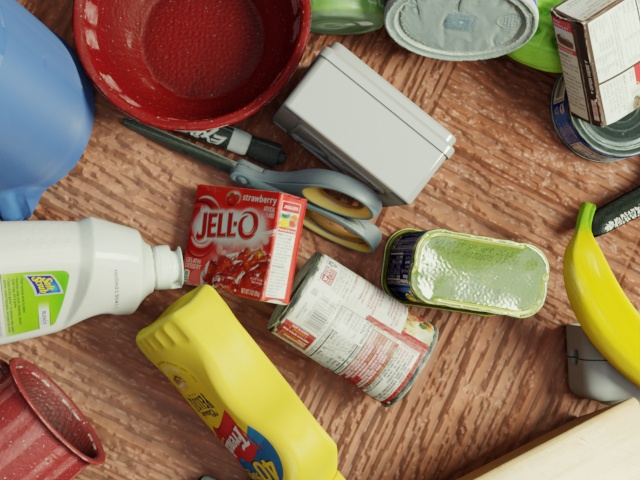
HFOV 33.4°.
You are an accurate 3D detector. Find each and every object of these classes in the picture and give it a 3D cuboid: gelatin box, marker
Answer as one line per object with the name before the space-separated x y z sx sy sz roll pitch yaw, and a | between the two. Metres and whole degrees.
gelatin box | -0.055 0.001 0.734 0.030 0.089 0.073 12 88 -47
marker | -0.082 -0.080 0.765 0.121 0.020 0.020 21 86 -8

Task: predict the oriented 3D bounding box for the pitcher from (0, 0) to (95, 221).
pitcher | -0.223 -0.109 0.632 0.149 0.243 0.145 34 86 1

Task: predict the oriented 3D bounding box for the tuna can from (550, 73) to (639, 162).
tuna can | 0.219 -0.102 0.801 0.086 0.034 0.086 0 89 -8

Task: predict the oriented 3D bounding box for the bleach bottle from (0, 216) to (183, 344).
bleach bottle | -0.218 0.033 0.713 0.250 0.103 0.068 -4 46 -15

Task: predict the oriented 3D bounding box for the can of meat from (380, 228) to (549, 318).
can of meat | 0.102 0.023 0.756 0.102 0.084 0.057 9 87 -8

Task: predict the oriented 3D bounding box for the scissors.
scissors | -0.040 -0.049 0.738 0.201 0.096 0.016 30 66 -9

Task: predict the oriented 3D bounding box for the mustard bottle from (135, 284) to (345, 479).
mustard bottle | -0.043 0.121 0.727 0.058 0.096 0.191 -42 96 -29

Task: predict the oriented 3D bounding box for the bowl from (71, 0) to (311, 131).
bowl | -0.086 -0.148 0.738 0.162 0.055 0.162 0 82 2

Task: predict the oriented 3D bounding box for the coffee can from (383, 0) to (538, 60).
coffee can | 0.099 -0.209 0.734 0.102 0.103 0.140 8 71 -8

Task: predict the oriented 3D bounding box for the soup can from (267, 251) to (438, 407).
soup can | 0.022 0.062 0.752 0.102 0.068 0.068 33 84 -6

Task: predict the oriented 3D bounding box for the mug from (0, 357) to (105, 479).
mug | -0.211 0.131 0.713 0.081 0.093 0.117 -40 64 -3
